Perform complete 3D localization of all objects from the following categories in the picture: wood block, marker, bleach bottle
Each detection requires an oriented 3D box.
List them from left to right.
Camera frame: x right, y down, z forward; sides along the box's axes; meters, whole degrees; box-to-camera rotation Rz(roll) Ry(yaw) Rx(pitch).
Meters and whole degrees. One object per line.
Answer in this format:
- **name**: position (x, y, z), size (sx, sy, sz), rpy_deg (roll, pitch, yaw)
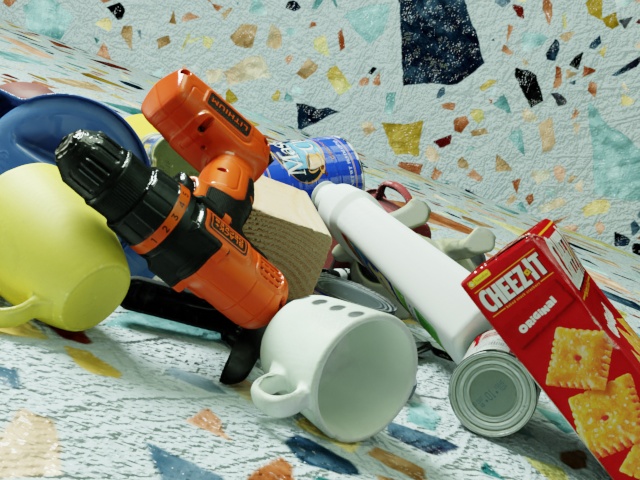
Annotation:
- **wood block**: position (-0.056, 0.002, 0.956), size (0.090, 0.091, 0.206), rpy_deg (20, 9, -10)
- **marker**: position (0.030, 0.039, 1.138), size (0.020, 0.020, 0.120), rpy_deg (25, 11, 26)
- **bleach bottle**: position (0.076, 0.022, 0.990), size (0.251, 0.068, 0.102), rpy_deg (43, -6, 41)

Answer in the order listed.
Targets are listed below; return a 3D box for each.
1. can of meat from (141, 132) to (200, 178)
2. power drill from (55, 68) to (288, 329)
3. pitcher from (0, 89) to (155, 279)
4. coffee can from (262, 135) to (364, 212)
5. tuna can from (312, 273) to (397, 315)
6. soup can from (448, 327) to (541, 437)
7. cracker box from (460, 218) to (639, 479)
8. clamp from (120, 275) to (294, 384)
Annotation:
- **can of meat**: position (-0.137, -0.050, 0.991), size (0.057, 0.102, 0.084), rpy_deg (-1, 6, -16)
- **power drill**: position (-0.097, -0.045, 0.745), size (0.184, 0.057, 0.187), rpy_deg (43, 25, -26)
- **pitcher**: position (-0.204, -0.054, 0.901), size (0.145, 0.149, 0.243), rpy_deg (3, 10, -10)
- **coffee can**: position (-0.036, -0.061, 1.199), size (0.140, 0.103, 0.103), rpy_deg (-10, 27, -36)
- **tuna can**: position (0.023, 0.061, 0.959), size (0.086, 0.034, 0.086), rpy_deg (20, 10, -4)
- **soup can**: position (0.139, 0.108, 0.832), size (0.068, 0.068, 0.102), rpy_deg (23, 10, 12)
- **cracker box**: position (0.207, 0.088, 0.806), size (0.214, 0.072, 0.164), rpy_deg (53, 15, 6)
- **clamp**: position (-0.052, 0.066, 0.772), size (0.171, 0.039, 0.120), rpy_deg (5, 29, -47)
